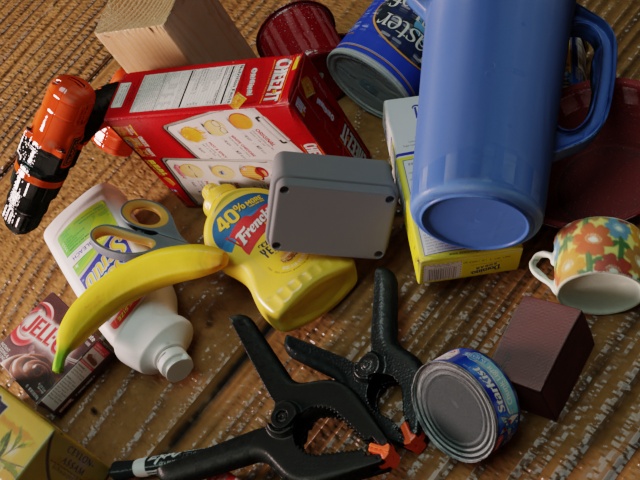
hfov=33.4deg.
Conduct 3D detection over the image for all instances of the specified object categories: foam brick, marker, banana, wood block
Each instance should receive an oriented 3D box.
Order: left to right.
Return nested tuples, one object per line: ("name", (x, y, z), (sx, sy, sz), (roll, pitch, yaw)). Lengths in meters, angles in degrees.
("banana", (-0.178, 0.051, 1.016), (0.198, 0.037, 0.070), (-34, 60, 4))
("marker", (-0.140, 0.203, 0.971), (0.121, 0.020, 0.020), (-13, 52, 21))
("wood block", (-0.133, -0.184, 1.126), (0.091, 0.206, 0.090), (0, 57, 29))
("foam brick", (0.176, 0.093, 0.856), (0.053, 0.051, 0.078), (17, 66, 38))

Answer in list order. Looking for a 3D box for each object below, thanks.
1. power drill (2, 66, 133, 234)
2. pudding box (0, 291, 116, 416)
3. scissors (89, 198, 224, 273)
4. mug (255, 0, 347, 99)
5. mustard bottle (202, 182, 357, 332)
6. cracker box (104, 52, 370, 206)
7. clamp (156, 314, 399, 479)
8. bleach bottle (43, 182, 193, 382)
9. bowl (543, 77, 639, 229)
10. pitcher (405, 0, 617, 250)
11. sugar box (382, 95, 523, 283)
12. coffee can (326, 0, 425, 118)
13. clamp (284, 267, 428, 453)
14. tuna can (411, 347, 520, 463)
("power drill", (-0.252, -0.103, 1.125), (0.185, 0.057, 0.187), (-58, -4, 27))
("pudding box", (-0.274, 0.116, 1.096), (0.090, 0.039, 0.114), (-48, 48, -10))
("scissors", (-0.130, 0.001, 1.078), (0.202, 0.016, 0.096), (8, 43, 2))
("mug", (-0.003, -0.199, 1.155), (0.117, 0.093, 0.081), (-8, 50, -20))
("mustard bottle", (-0.057, 0.001, 1.032), (0.096, 0.058, 0.192), (-35, 52, -16))
("cracker box", (-0.080, -0.105, 1.067), (0.214, 0.164, 0.072), (-1, 59, 28))
("clamp", (-0.027, 0.145, 0.903), (0.210, 0.036, 0.164), (4, 64, 29))
("bleach bottle", (-0.192, 0.048, 1.087), (0.102, 0.068, 0.251), (-40, 50, -4))
("bowl", (0.243, -0.063, 0.931), (0.162, 0.055, 0.162), (-15, 51, 19))
("pitcher", (0.154, -0.117, 0.906), (0.149, 0.144, 0.242), (-14, 55, 39))
("sugar box", (0.116, -0.052, 0.967), (0.093, 0.048, 0.176), (-8, 58, -2))
("coffee can", (0.088, -0.206, 1.090), (0.103, 0.102, 0.140), (25, 71, 39))
("clamp", (0.051, 0.103, 0.923), (0.120, 0.039, 0.172), (-48, 53, 7))
("tuna can", (0.114, 0.129, 0.840), (0.033, 0.086, 0.086), (-23, 36, -38))
